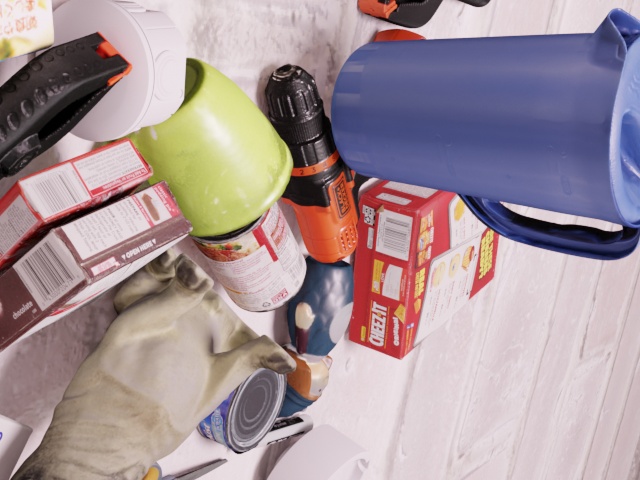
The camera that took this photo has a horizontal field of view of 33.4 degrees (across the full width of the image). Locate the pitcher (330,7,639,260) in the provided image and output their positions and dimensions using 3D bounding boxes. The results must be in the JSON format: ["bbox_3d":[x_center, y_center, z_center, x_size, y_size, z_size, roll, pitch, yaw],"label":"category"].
[{"bbox_3d":[0.133,-0.080,0.787,0.144,0.243,0.149,21,81,-52],"label":"pitcher"}]

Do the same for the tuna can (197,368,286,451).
[{"bbox_3d":[-0.065,0.132,0.893,0.086,0.034,0.086,-37,137,-46],"label":"tuna can"}]

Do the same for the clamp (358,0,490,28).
[{"bbox_3d":[0.105,-0.245,0.965,0.209,0.036,0.164,-49,144,-32],"label":"clamp"}]

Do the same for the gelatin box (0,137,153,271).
[{"bbox_3d":[-0.150,-0.020,0.617,0.089,0.073,0.030,-31,87,-49],"label":"gelatin box"}]

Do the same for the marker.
[{"bbox_3d":[-0.044,0.176,0.970,0.120,0.020,0.020,0,106,-60],"label":"marker"}]

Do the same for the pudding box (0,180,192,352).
[{"bbox_3d":[-0.141,0.016,0.622,0.089,0.114,0.039,-33,92,-50],"label":"pudding box"}]

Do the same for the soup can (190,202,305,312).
[{"bbox_3d":[-0.055,0.001,0.798,0.068,0.069,0.102,-58,149,-23],"label":"soup can"}]

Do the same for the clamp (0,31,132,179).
[{"bbox_3d":[-0.163,-0.050,0.527,0.171,0.039,0.120,-47,-172,-17],"label":"clamp"}]

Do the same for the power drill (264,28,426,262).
[{"bbox_3d":[0.028,-0.101,0.898,0.187,0.057,0.184,-47,140,-34],"label":"power drill"}]

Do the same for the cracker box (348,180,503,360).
[{"bbox_3d":[0.113,-0.001,1.088,0.213,0.072,0.164,-34,135,-50],"label":"cracker box"}]
